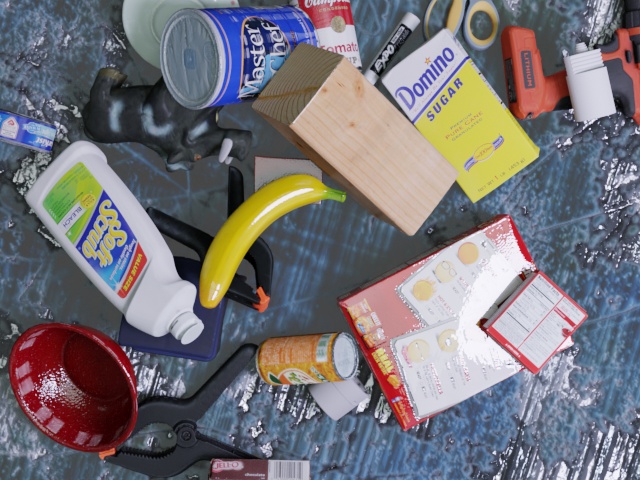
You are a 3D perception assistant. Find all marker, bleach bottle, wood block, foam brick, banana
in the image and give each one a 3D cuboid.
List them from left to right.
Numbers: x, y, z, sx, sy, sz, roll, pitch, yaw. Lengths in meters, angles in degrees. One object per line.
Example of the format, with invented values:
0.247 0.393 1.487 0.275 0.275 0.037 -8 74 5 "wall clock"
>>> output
-0.207 0.009 1.141 0.102 0.068 0.251 -46 67 1 "bleach bottle"
-0.066 -0.012 1.138 0.197 0.037 0.070 -40 62 -12 "banana"
-0.036 -0.067 1.198 0.078 0.051 0.053 3 93 -1 "foam brick"
0.040 -0.105 1.128 0.205 0.091 0.090 40 86 -36 "wood block"
0.070 -0.205 1.211 0.020 0.020 0.121 36 91 -2 "marker"

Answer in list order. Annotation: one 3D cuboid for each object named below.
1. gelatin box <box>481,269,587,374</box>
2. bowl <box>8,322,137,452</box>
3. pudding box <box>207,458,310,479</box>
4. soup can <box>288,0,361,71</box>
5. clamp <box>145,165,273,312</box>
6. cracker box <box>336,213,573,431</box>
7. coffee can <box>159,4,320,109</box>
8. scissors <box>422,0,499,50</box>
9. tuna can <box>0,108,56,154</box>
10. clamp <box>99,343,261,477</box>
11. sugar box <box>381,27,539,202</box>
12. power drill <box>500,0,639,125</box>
0.231 0.087 1.151 0.073 0.030 0.089 42 89 -3 "gelatin box"
-0.262 0.152 1.181 0.162 0.055 0.162 9 116 18 "bowl"
-0.068 0.289 1.197 0.113 0.039 0.090 3 126 0 "pudding box"
0.005 -0.232 1.185 0.068 0.068 0.102 -11 93 -1 "soup can"
-0.099 -0.003 1.179 0.120 0.039 0.171 -39 78 -14 "clamp"
0.147 0.090 1.198 0.213 0.072 0.164 -27 94 -1 "cracker box"
-0.085 -0.197 1.134 0.140 0.103 0.103 -14 93 -42 "coffee can"
0.182 -0.305 1.212 0.096 0.016 0.202 25 91 -4 "scissors"
-0.335 -0.122 1.173 0.086 0.086 0.034 16 90 -2 "tuna can"
-0.144 0.225 1.214 0.210 0.036 0.164 -20 95 -1 "clamp"
0.156 -0.140 1.192 0.093 0.048 0.176 -37 94 18 "sugar box"
0.301 -0.213 1.196 0.187 0.057 0.184 -7 92 -1 "power drill"
